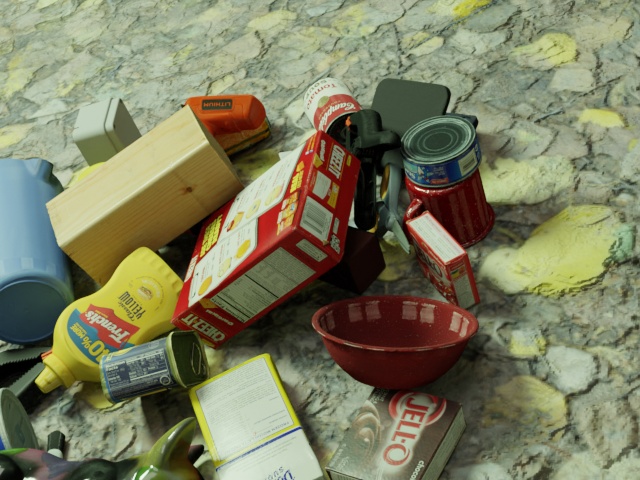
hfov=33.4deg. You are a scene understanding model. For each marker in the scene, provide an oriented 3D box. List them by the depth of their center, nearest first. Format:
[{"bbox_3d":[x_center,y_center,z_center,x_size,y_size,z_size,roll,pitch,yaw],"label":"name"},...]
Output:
[{"bbox_3d":[-0.274,0.243,1.090,0.020,0.020,0.121,-16,40,6],"label":"marker"}]

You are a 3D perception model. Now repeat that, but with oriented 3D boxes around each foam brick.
[{"bbox_3d":[0.024,0.017,1.188,0.078,0.053,0.051,18,53,39],"label":"foam brick"}]

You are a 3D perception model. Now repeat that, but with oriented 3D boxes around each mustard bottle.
[{"bbox_3d":[-0.237,0.100,1.187,0.191,0.058,0.096,-42,86,-22],"label":"mustard bottle"}]

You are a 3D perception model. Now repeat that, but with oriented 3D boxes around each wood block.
[{"bbox_3d":[-0.205,-0.051,1.251,0.206,0.090,0.090,-34,44,3],"label":"wood block"}]

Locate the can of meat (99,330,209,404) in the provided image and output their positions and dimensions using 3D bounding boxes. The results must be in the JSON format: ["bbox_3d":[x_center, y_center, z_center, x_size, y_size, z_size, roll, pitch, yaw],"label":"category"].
[{"bbox_3d":[-0.172,0.133,1.112,0.084,0.102,0.057,-16,84,11],"label":"can of meat"}]

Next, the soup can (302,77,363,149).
[{"bbox_3d":[0.022,-0.159,1.376,0.068,0.068,0.102,-24,39,-3],"label":"soup can"}]

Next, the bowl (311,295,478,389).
[{"bbox_3d":[0.072,0.102,1.039,0.162,0.055,0.162,0,15,0],"label":"bowl"}]

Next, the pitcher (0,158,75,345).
[{"bbox_3d":[-0.371,0.022,1.299,0.145,0.149,0.243,-14,37,-10],"label":"pitcher"}]

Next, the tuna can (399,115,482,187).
[{"bbox_3d":[0.130,-0.097,1.155,0.086,0.033,0.086,-12,40,10],"label":"tuna can"}]

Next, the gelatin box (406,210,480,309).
[{"bbox_3d":[0.128,0.022,1.120,0.030,0.073,0.089,-28,40,-9],"label":"gelatin box"}]

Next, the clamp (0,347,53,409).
[{"bbox_3d":[-0.389,0.172,1.207,0.210,0.036,0.165,-30,41,-5],"label":"clamp"}]

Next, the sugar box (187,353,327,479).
[{"bbox_3d":[-0.060,0.195,1.030,0.093,0.048,0.176,-26,43,-3],"label":"sugar box"}]

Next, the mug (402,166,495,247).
[{"bbox_3d":[0.133,-0.042,1.184,0.117,0.081,0.093,-39,43,-21],"label":"mug"}]

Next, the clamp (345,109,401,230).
[{"bbox_3d":[0.057,-0.106,1.212,0.039,0.120,0.171,12,38,-19],"label":"clamp"}]

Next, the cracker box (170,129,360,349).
[{"bbox_3d":[-0.058,0.001,1.157,0.214,0.072,0.164,-36,27,36],"label":"cracker box"}]

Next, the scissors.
[{"bbox_3d":[0.082,-0.038,1.155,0.016,0.096,0.202,12,1,-10],"label":"scissors"}]

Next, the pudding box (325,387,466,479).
[{"bbox_3d":[0.071,0.189,0.983,0.090,0.039,0.113,9,48,32],"label":"pudding box"}]

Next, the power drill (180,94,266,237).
[{"bbox_3d":[-0.122,-0.091,1.333,0.185,0.057,0.187,2,63,18],"label":"power drill"}]

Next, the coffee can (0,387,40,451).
[{"bbox_3d":[-0.369,0.223,1.085,0.140,0.103,0.103,-22,39,-3],"label":"coffee can"}]
